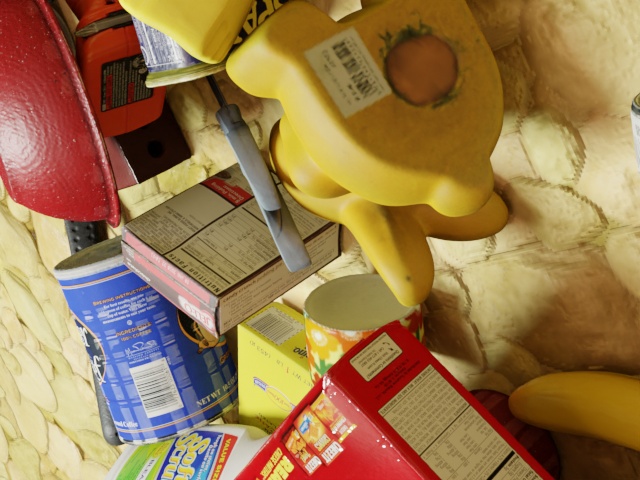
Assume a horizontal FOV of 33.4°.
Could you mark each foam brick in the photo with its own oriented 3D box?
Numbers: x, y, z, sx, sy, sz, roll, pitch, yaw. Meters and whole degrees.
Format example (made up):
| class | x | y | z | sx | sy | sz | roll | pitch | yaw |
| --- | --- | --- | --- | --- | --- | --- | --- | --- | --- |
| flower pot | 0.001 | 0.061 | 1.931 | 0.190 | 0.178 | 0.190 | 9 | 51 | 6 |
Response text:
| class | x | y | z | sx | sy | sz | roll | pitch | yaw |
| --- | --- | --- | --- | --- | --- | --- | --- | --- | --- |
| foam brick | -0.139 | -0.081 | 0.762 | 0.051 | 0.052 | 0.078 | -11 | 107 | 51 |

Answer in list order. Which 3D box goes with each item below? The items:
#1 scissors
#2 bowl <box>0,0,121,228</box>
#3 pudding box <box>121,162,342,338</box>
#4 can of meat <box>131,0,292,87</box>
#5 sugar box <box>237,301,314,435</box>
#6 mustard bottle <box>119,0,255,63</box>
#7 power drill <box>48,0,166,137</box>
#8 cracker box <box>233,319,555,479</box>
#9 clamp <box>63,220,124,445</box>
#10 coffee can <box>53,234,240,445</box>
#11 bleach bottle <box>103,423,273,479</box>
| class | x | y | z | sx | sy | sz | roll | pitch | yaw |
| --- | --- | --- | --- | --- | --- | --- | --- | --- | --- |
| scissors | -0.053 | -0.073 | 0.623 | 0.096 | 0.016 | 0.202 | 70 | 174 | -66 |
| bowl | -0.175 | -0.075 | 0.644 | 0.162 | 0.055 | 0.162 | 56 | 159 | 35 |
| pudding box | -0.054 | 0.001 | 0.672 | 0.090 | 0.113 | 0.039 | 35 | 142 | 29 |
| can of meat | -0.061 | -0.141 | 0.593 | 0.058 | 0.101 | 0.084 | 0 | 112 | 43 |
| sugar box | -0.016 | 0.138 | 0.780 | 0.093 | 0.048 | 0.176 | 31 | 134 | 32 |
| mustard bottle | -0.019 | -0.175 | 0.491 | 0.058 | 0.192 | 0.096 | 33 | -173 | -12 |
| power drill | -0.160 | -0.161 | 0.681 | 0.188 | 0.057 | 0.185 | 61 | 160 | 17 |
| cracker box | 0.060 | 0.168 | 0.556 | 0.214 | 0.072 | 0.164 | 46 | 136 | 10 |
| clamp | -0.186 | 0.055 | 0.883 | 0.165 | 0.036 | 0.210 | -127 | 29 | -62 |
| coffee can | -0.127 | 0.067 | 0.803 | 0.103 | 0.102 | 0.140 | -5 | 108 | 50 |
| bleach bottle | -0.070 | 0.169 | 0.760 | 0.068 | 0.102 | 0.251 | 47 | 144 | -16 |
